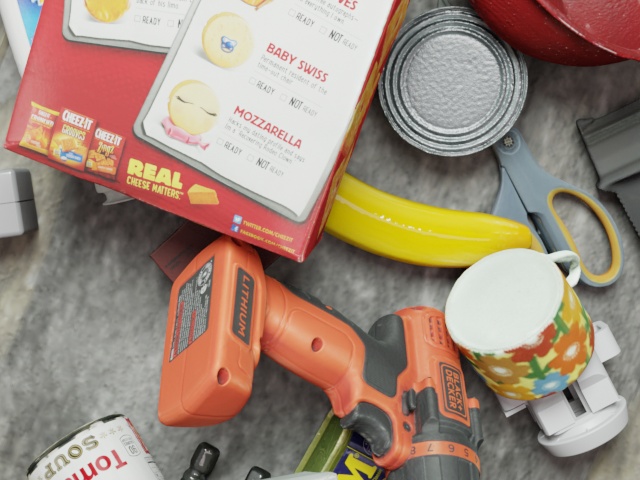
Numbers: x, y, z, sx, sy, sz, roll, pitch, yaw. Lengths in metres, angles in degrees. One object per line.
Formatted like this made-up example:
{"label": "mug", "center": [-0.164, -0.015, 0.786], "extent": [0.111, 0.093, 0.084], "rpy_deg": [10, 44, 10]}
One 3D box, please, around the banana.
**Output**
{"label": "banana", "center": [0.028, -0.029, 0.630], "extent": [0.198, 0.037, 0.070], "rpy_deg": [34, 107, -2]}

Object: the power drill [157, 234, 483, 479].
{"label": "power drill", "center": [0.007, 0.089, 0.562], "extent": [0.187, 0.184, 0.057], "rpy_deg": [29, 128, -28]}

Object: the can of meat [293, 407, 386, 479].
{"label": "can of meat", "center": [0.025, 0.162, 0.641], "extent": [0.084, 0.057, 0.102], "rpy_deg": [29, 92, -8]}

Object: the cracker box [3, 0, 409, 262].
{"label": "cracker box", "center": [-0.044, -0.119, 0.530], "extent": [0.164, 0.072, 0.214], "rpy_deg": [21, 103, 4]}

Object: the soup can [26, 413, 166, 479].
{"label": "soup can", "center": [-0.115, 0.159, 0.611], "extent": [0.068, 0.068, 0.102], "rpy_deg": [-35, 75, -1]}

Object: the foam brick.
{"label": "foam brick", "center": [-0.054, 0.001, 0.626], "extent": [0.078, 0.051, 0.053], "rpy_deg": [-41, 95, -1]}

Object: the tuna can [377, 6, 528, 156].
{"label": "tuna can", "center": [0.077, -0.092, 0.627], "extent": [0.086, 0.033, 0.086], "rpy_deg": [0, 94, 8]}

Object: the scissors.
{"label": "scissors", "center": [0.103, -0.042, 0.652], "extent": [0.096, 0.016, 0.202], "rpy_deg": [-41, 93, 2]}
